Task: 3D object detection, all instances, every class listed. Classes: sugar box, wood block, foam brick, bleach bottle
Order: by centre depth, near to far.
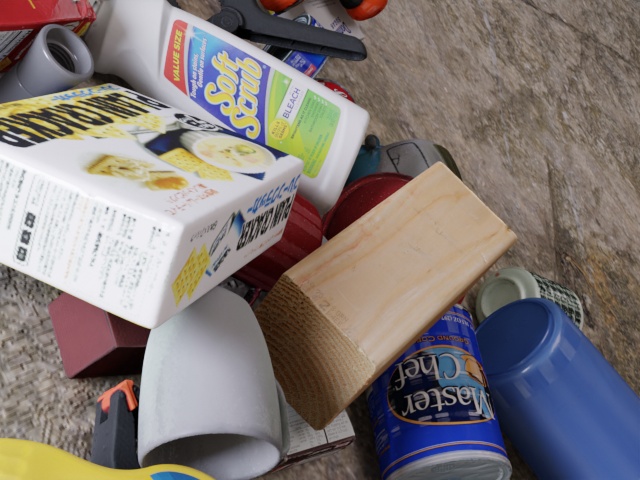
[{"bbox_3d":[-0.125,0.054,0.685,0.078,0.051,0.053,6,58,-53],"label":"foam brick"},{"bbox_3d":[0.045,0.035,0.781,0.090,0.091,0.205,45,43,9],"label":"wood block"},{"bbox_3d":[-0.089,-0.117,0.850,0.250,0.068,0.102,27,76,-17],"label":"bleach bottle"},{"bbox_3d":[-0.031,-0.272,1.128,0.176,0.048,0.093,60,32,-2],"label":"sugar box"}]

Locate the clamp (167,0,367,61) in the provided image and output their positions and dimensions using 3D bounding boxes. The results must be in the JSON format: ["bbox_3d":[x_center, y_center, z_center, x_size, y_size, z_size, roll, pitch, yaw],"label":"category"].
[{"bbox_3d":[-0.072,-0.186,0.931,0.164,0.036,0.210,-36,86,-16],"label":"clamp"}]

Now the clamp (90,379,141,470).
[{"bbox_3d":[-0.095,0.170,0.638,0.171,0.039,0.120,56,31,2],"label":"clamp"}]

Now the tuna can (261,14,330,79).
[{"bbox_3d":[-0.028,-0.170,0.998,0.033,0.086,0.086,40,35,-24],"label":"tuna can"}]

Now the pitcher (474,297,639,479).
[{"bbox_3d":[0.234,0.166,1.012,0.242,0.149,0.145,49,41,-24],"label":"pitcher"}]

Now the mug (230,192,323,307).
[{"bbox_3d":[-0.055,0.001,0.812,0.081,0.093,0.117,32,70,-44],"label":"mug"}]

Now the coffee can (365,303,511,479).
[{"bbox_3d":[0.089,0.134,0.871,0.102,0.103,0.140,26,42,-42],"label":"coffee can"}]

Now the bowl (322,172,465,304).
[{"bbox_3d":[0.077,0.016,0.932,0.161,0.055,0.162,4,82,-29],"label":"bowl"}]
